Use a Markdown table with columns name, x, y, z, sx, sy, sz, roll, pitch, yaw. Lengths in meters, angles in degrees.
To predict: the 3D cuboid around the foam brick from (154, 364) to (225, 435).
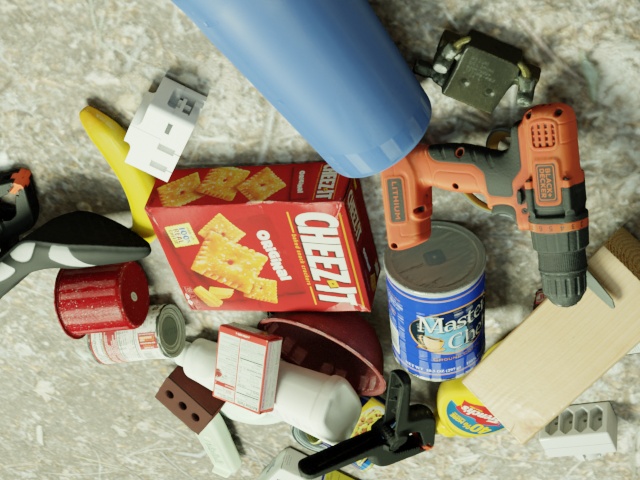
| name | x | y | z | sx | sy | sz | roll | pitch | yaw |
| --- | --- | --- | --- | --- | --- | --- | --- | --- | --- |
| foam brick | -0.162 | 0.196 | 1.359 | 0.078 | 0.051 | 0.053 | 40 | 134 | 5 |

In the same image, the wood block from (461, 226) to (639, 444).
| name | x | y | z | sx | sy | sz | roll | pitch | yaw |
| --- | --- | --- | --- | --- | --- | --- | --- | --- | --- |
| wood block | 0.250 | 0.095 | 1.057 | 0.091 | 0.090 | 0.206 | 46 | 118 | 11 |

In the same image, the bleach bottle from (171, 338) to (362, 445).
| name | x | y | z | sx | sy | sz | roll | pitch | yaw |
| --- | --- | --- | --- | --- | --- | --- | --- | --- | --- |
| bleach bottle | -0.078 | 0.166 | 1.272 | 0.251 | 0.068 | 0.102 | 17 | 157 | 29 |

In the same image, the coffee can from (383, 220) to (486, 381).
| name | x | y | z | sx | sy | sz | roll | pitch | yaw |
| --- | --- | --- | --- | --- | --- | --- | --- | --- | --- |
| coffee can | 0.121 | 0.064 | 1.114 | 0.103 | 0.102 | 0.140 | 4 | 136 | 13 |

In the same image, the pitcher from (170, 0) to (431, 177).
| name | x | y | z | sx | sy | sz | roll | pitch | yaw |
| --- | --- | --- | --- | --- | --- | --- | --- | --- | --- |
| pitcher | -0.015 | -0.169 | 0.910 | 0.145 | 0.149 | 0.242 | -28 | 126 | 20 |

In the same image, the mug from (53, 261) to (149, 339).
| name | x | y | z | sx | sy | sz | roll | pitch | yaw |
| --- | --- | --- | --- | --- | --- | --- | --- | --- | --- |
| mug | -0.253 | 0.054 | 1.242 | 0.082 | 0.093 | 0.117 | -6 | 96 | 16 |

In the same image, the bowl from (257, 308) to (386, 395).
| name | x | y | z | sx | sy | sz | roll | pitch | yaw |
| --- | --- | --- | --- | --- | --- | --- | --- | --- | --- |
| bowl | 0.011 | 0.112 | 1.211 | 0.162 | 0.055 | 0.162 | 23 | 156 | 11 |

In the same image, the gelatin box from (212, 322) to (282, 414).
| name | x | y | z | sx | sy | sz | roll | pitch | yaw |
| --- | --- | --- | --- | --- | --- | --- | --- | --- | --- |
| gelatin box | -0.083 | 0.144 | 1.205 | 0.073 | 0.030 | 0.089 | 14 | 102 | 36 |

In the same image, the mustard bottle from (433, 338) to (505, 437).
| name | x | y | z | sx | sy | sz | roll | pitch | yaw |
| --- | --- | --- | --- | --- | --- | --- | --- | --- | --- |
| mustard bottle | 0.192 | 0.184 | 1.248 | 0.096 | 0.058 | 0.192 | 28 | 137 | -20 |

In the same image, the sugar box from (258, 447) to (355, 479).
| name | x | y | z | sx | sy | sz | roll | pitch | yaw |
| --- | --- | --- | --- | --- | --- | --- | --- | --- | --- |
| sugar box | 0.006 | 0.359 | 1.498 | 0.176 | 0.048 | 0.093 | 31 | 136 | -9 |

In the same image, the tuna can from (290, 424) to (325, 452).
| name | x | y | z | sx | sy | sz | roll | pitch | yaw |
| --- | --- | --- | --- | --- | --- | --- | --- | --- | --- |
| tuna can | 0.005 | 0.238 | 1.376 | 0.086 | 0.033 | 0.086 | 6 | 134 | 6 |

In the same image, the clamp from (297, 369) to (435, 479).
| name | x | y | z | sx | sy | sz | roll | pitch | yaw |
| --- | --- | --- | --- | --- | --- | --- | --- | --- | --- |
| clamp | 0.070 | 0.228 | 1.232 | 0.164 | 0.036 | 0.209 | -41 | 149 | 6 |

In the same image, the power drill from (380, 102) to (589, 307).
| name | x | y | z | sx | sy | sz | roll | pitch | yaw |
| --- | --- | --- | --- | --- | --- | --- | --- | --- | --- |
| power drill | 0.153 | -0.029 | 0.981 | 0.188 | 0.057 | 0.184 | -1 | 101 | 29 |

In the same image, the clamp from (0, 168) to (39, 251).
| name | x | y | z | sx | sy | sz | roll | pitch | yaw |
| --- | --- | --- | --- | --- | --- | --- | --- | --- | --- |
| clamp | -0.382 | -0.027 | 1.222 | 0.120 | 0.039 | 0.172 | 18 | 133 | -17 |

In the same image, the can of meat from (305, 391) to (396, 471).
| name | x | y | z | sx | sy | sz | roll | pitch | yaw |
| --- | --- | --- | --- | --- | --- | --- | --- | --- | --- |
| can of meat | 0.046 | 0.222 | 1.311 | 0.083 | 0.057 | 0.102 | 36 | 96 | -23 |

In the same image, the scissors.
| name | x | y | z | sx | sy | sz | roll | pitch | yaw |
| --- | --- | --- | --- | --- | --- | --- | --- | --- | --- |
| scissors | 0.210 | -0.030 | 0.990 | 0.202 | 0.016 | 0.096 | 37 | 126 | 20 |

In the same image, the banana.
| name | x | y | z | sx | sy | sz | roll | pitch | yaw |
| --- | --- | --- | --- | --- | --- | --- | --- | --- | --- |
| banana | -0.203 | -0.059 | 1.136 | 0.070 | 0.037 | 0.198 | 5 | 136 | 12 |

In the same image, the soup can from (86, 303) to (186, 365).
| name | x | y | z | sx | sy | sz | roll | pitch | yaw |
| --- | --- | --- | --- | --- | --- | --- | --- | --- | --- |
| soup can | -0.224 | 0.114 | 1.299 | 0.102 | 0.068 | 0.068 | -7 | 132 | 23 |

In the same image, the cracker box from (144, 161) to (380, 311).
| name | x | y | z | sx | sy | sz | roll | pitch | yaw |
| --- | --- | --- | --- | --- | --- | --- | --- | --- | --- |
| cracker box | -0.057 | 0.001 | 1.127 | 0.214 | 0.072 | 0.164 | -1 | 135 | 17 |
